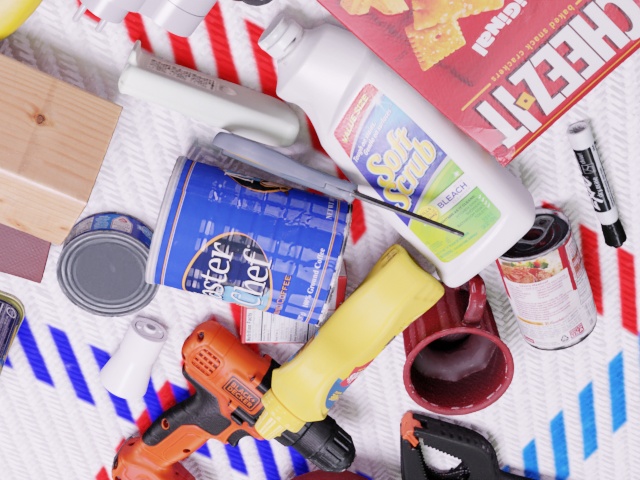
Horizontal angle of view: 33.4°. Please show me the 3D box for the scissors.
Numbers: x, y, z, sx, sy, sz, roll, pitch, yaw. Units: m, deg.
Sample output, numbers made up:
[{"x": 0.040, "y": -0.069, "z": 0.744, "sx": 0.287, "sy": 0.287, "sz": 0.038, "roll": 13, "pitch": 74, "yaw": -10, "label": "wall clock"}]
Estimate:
[{"x": 0.003, "y": -0.044, "z": 0.790, "sx": 0.202, "sy": 0.096, "sz": 0.016, "roll": 21, "pitch": 90, "yaw": 27, "label": "scissors"}]

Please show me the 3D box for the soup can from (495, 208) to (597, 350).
[{"x": 0.187, "y": 0.033, "z": 0.891, "sx": 0.068, "sy": 0.068, "sz": 0.102, "roll": -19, "pitch": 121, "yaw": 9, "label": "soup can"}]

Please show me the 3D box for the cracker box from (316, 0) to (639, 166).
[{"x": 0.114, "y": -0.178, "z": 0.756, "sx": 0.213, "sy": 0.072, "sz": 0.164, "roll": 38, "pitch": 114, "yaw": -23, "label": "cracker box"}]

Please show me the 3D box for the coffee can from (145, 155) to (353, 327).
[{"x": -0.055, "y": 0.001, "z": 0.834, "sx": 0.140, "sy": 0.102, "sz": 0.103, "roll": 15, "pitch": 120, "yaw": -4, "label": "coffee can"}]

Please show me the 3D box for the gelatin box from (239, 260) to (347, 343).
[{"x": -0.024, "y": 0.052, "z": 0.918, "sx": 0.089, "sy": 0.030, "sz": 0.073, "roll": 2, "pitch": 123, "yaw": -5, "label": "gelatin box"}]

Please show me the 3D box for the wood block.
[{"x": -0.262, "y": -0.085, "z": 0.769, "sx": 0.206, "sy": 0.090, "sz": 0.090, "roll": 23, "pitch": 152, "yaw": -17, "label": "wood block"}]

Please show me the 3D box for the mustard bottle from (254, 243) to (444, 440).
[{"x": 0.017, "y": 0.089, "z": 0.873, "sx": 0.058, "sy": 0.096, "sz": 0.191, "roll": 44, "pitch": 94, "yaw": 8, "label": "mustard bottle"}]

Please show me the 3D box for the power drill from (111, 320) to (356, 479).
[{"x": -0.085, "y": 0.185, "z": 0.964, "sx": 0.184, "sy": 0.057, "sz": 0.188, "roll": 41, "pitch": 112, "yaw": -4, "label": "power drill"}]

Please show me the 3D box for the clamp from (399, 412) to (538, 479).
[{"x": 0.152, "y": 0.235, "z": 1.032, "sx": 0.165, "sy": 0.036, "sz": 0.210, "roll": -28, "pitch": 118, "yaw": 15, "label": "clamp"}]

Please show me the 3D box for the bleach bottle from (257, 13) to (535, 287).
[{"x": 0.049, "y": -0.075, "z": 0.824, "sx": 0.250, "sy": 0.068, "sz": 0.103, "roll": 39, "pitch": 117, "yaw": -19, "label": "bleach bottle"}]

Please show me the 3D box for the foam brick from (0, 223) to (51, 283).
[{"x": -0.253, "y": -0.009, "z": 0.860, "sx": 0.078, "sy": 0.051, "sz": 0.053, "roll": 17, "pitch": 119, "yaw": -12, "label": "foam brick"}]

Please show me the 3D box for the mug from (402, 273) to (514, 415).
[{"x": 0.115, "y": 0.079, "z": 0.908, "sx": 0.093, "sy": 0.081, "sz": 0.117, "roll": 8, "pitch": 121, "yaw": -7, "label": "mug"}]

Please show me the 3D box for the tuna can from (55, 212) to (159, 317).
[{"x": -0.175, "y": 0.020, "z": 0.891, "sx": 0.086, "sy": 0.034, "sz": 0.086, "roll": -1, "pitch": 122, "yaw": -1, "label": "tuna can"}]

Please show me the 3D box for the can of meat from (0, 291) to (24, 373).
[{"x": -0.299, "y": 0.104, "z": 0.909, "sx": 0.057, "sy": 0.084, "sz": 0.102, "roll": 23, "pitch": 118, "yaw": -15, "label": "can of meat"}]
